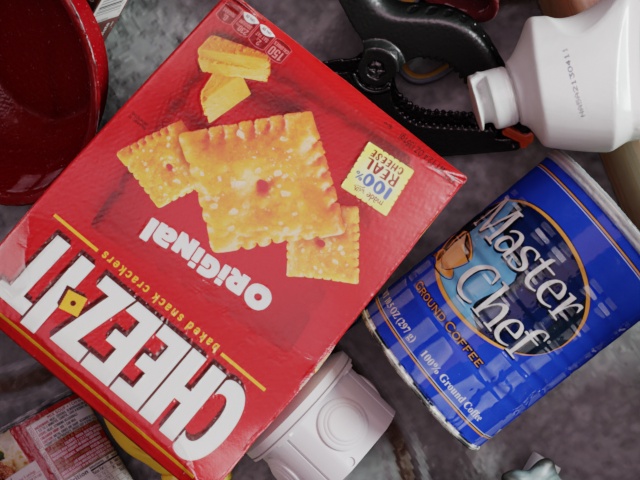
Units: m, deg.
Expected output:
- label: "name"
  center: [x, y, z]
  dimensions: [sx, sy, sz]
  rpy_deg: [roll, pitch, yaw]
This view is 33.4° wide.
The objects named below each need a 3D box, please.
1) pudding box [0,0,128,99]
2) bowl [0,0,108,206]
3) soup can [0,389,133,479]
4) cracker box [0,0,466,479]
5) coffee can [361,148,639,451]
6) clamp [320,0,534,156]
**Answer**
- label: "pudding box"
  center: [-0.162, -0.155, 0.634]
  dimensions: [0.090, 0.039, 0.114]
  rpy_deg: [45, 124, 5]
- label: "bowl"
  center: [-0.176, -0.104, 0.606]
  dimensions: [0.162, 0.055, 0.162]
  rpy_deg: [12, 118, 24]
- label: "soup can"
  center: [-0.145, 0.146, 0.623]
  dimensions: [0.068, 0.068, 0.102]
  rpy_deg: [-32, 85, 1]
- label: "cracker box"
  center: [-0.054, 0.001, 0.562]
  dimensions: [0.164, 0.072, 0.213]
  rpy_deg: [39, 79, 2]
- label: "coffee can"
  center: [0.108, 0.033, 0.589]
  dimensions: [0.140, 0.102, 0.103]
  rpy_deg: [-40, 85, 7]
- label: "clamp"
  center: [0.033, -0.115, 0.619]
  dimensions: [0.210, 0.036, 0.165]
  rpy_deg: [20, 122, 0]
